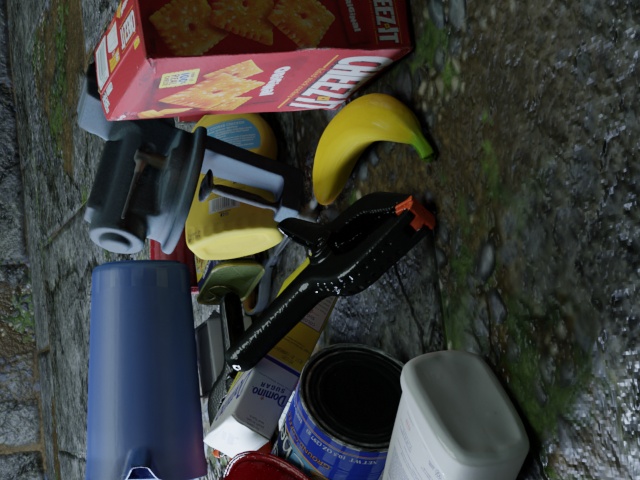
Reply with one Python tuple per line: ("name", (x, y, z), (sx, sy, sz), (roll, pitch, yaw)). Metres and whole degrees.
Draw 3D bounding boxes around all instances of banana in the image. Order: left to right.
("banana", (0.031, -0.078, 0.876), (0.198, 0.037, 0.069), (160, 105, -66))

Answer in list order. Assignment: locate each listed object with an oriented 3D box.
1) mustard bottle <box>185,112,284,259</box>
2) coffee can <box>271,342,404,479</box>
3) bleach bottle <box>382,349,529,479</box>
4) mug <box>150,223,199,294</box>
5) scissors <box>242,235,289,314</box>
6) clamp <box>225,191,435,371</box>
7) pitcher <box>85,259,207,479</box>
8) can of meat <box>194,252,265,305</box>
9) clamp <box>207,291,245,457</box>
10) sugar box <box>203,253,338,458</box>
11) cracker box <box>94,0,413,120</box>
("mustard bottle", (-0.091, -0.078, 1.090), (0.058, 0.096, 0.191), (50, -150, -58))
("coffee can", (0.016, 0.166, 0.865), (0.140, 0.102, 0.103), (109, 148, -43))
("bleach bottle", (0.076, 0.202, 0.783), (0.103, 0.068, 0.251), (-117, 30, -43))
("mug", (-0.162, 0.023, 1.304), (0.117, 0.093, 0.081), (26, -119, -74))
("scissors", (-0.057, 0.001, 1.125), (0.202, 0.016, 0.096), (113, 145, -47))
("clamp", (0.010, 0.008, 0.871), (0.210, 0.036, 0.164), (-33, 30, 37))
("pitcher", (-0.196, 0.147, 1.188), (0.149, 0.144, 0.243), (-7, 82, 41))
("can of meat", (-0.101, 0.011, 1.137), (0.102, 0.057, 0.084), (126, 139, -57))
("clamp", (-0.072, 0.148, 1.102), (0.120, 0.039, 0.171), (17, 103, 50))
("sugar box", (-0.038, 0.101, 0.939), (0.176, 0.048, 0.093), (-60, 6, -30))
("cracker box", (-0.058, -0.150, 0.849), (0.164, 0.213, 0.072), (155, 108, -66))
